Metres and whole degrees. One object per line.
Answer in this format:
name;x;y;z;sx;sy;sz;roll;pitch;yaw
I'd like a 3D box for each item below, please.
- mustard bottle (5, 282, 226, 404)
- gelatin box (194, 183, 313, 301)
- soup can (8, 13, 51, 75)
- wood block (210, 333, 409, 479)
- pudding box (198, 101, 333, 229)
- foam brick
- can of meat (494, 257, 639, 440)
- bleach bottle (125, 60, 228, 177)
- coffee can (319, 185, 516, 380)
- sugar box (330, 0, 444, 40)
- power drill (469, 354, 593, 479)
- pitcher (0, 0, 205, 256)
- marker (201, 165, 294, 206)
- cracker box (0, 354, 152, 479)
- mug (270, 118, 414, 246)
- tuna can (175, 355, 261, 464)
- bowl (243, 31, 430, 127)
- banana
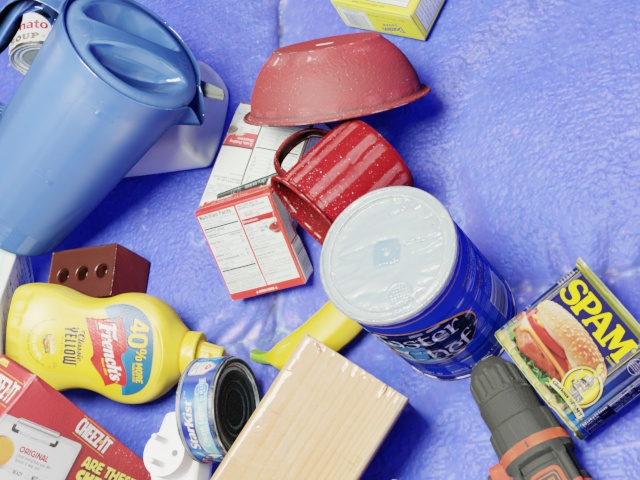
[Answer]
mustard bottle;-0.176;0.093;0.932;0.192;0.058;0.096;5;92;11
gelatin box;-0.056;0.001;0.914;0.073;0.089;0.030;-15;17;22
soup can;-0.305;-0.237;1.170;0.069;0.068;0.102;-15;62;22
wood block;-0.027;0.181;0.791;0.091;0.090;0.206;33;84;9
pudding box;-0.049;-0.066;0.968;0.090;0.039;0.113;12;77;30
foam brick;-0.208;0.039;0.996;0.078;0.051;0.053;-8;64;25
can of meat;0.187;0.078;0.760;0.084;0.057;0.102;-41;55;9
bleach bottle;-0.216;-0.110;1.067;0.251;0.068;0.102;-4;63;30
coffee can;0.075;0.035;0.789;0.103;0.140;0.103;-12;62;23
sugar box;0.090;-0.275;0.986;0.093;0.048;0.176;20;74;34
power drill;0.100;0.195;0.750;0.188;0.057;0.184;-34;56;11
pitcher;-0.231;-0.100;0.949;0.243;0.144;0.149;-44;65;33
marker;-0.046;-0.047;0.923;0.121;0.020;0.020;-20;59;17
cracker box;-0.255;0.223;0.842;0.072;0.164;0.213;18;65;47
mug;0.013;-0.050;0.860;0.081;0.093;0.117;-44;58;-10
tuna can;-0.080;0.136;0.860;0.034;0.086;0.086;-7;64;24
bowl;0.009;-0.140;0.898;0.162;0.161;0.055;-1;108;28
banana;0.021;0.043;0.878;0.198;0.037;0.070;-46;54;2
